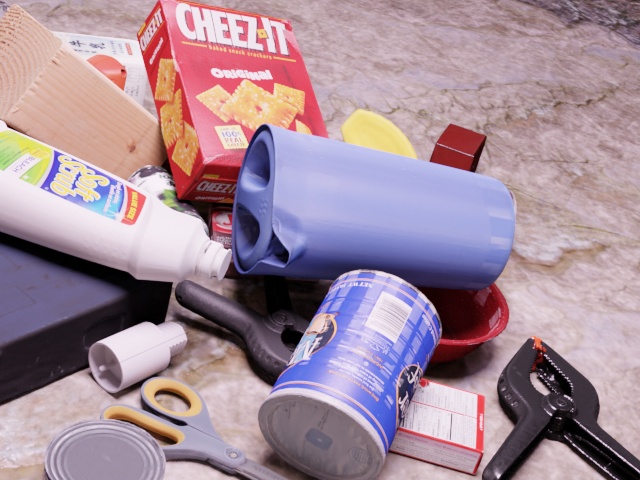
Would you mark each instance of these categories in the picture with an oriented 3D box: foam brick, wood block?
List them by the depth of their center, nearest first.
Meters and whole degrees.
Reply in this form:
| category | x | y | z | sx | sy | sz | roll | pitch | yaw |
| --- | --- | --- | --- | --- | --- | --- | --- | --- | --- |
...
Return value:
| category | x | y | z | sx | sy | sz | roll | pitch | yaw |
| --- | --- | --- | --- | --- | --- | --- | --- | --- | --- |
| wood block | -0.241 | -0.128 | 1.047 | 0.090 | 0.091 | 0.206 | 38 | -2 | 31 |
| foam brick | 0.169 | -0.104 | 1.326 | 0.051 | 0.053 | 0.078 | 22 | 32 | 11 |

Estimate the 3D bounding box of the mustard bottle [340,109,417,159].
| category | x | y | z | sx | sy | sz | roll | pitch | yaw |
| --- | --- | --- | --- | --- | --- | --- | --- | --- | --- |
| mustard bottle | 0.074 | -0.103 | 1.237 | 0.096 | 0.058 | 0.191 | 43 | 6 | 3 |

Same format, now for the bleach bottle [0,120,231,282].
| category | x | y | z | sx | sy | sz | roll | pitch | yaw |
| --- | --- | --- | --- | --- | --- | --- | --- | --- | --- |
| bleach bottle | -0.192 | -0.025 | 0.896 | 0.251 | 0.068 | 0.102 | 20 | 29 | 8 |

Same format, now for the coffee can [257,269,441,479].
| category | x | y | z | sx | sy | sz | roll | pitch | yaw |
| --- | --- | --- | --- | --- | --- | --- | --- | --- | --- |
| coffee can | 0.026 | 0.107 | 0.846 | 0.103 | 0.103 | 0.140 | 22 | 47 | 11 |

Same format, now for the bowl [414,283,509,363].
| category | x | y | z | sx | sy | sz | roll | pitch | yaw |
| --- | --- | --- | --- | --- | --- | --- | --- | --- | --- |
| bowl | 0.095 | 0.068 | 1.017 | 0.162 | 0.055 | 0.162 | 11 | 31 | -7 |

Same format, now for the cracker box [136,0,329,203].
| category | x | y | z | sx | sy | sz | roll | pitch | yaw |
| --- | --- | --- | --- | --- | --- | --- | --- | --- | --- |
| cracker box | -0.084 | -0.141 | 1.098 | 0.163 | 0.072 | 0.214 | 3 | 57 | -35 |

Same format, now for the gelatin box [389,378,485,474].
| category | x | y | z | sx | sy | sz | roll | pitch | yaw |
| --- | --- | --- | --- | --- | --- | --- | --- | --- | --- |
| gelatin box | 0.093 | 0.153 | 0.904 | 0.089 | 0.030 | 0.073 | 15 | 32 | 0 |

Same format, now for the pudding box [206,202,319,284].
| category | x | y | z | sx | sy | sz | roll | pitch | yaw |
| --- | --- | --- | --- | --- | --- | --- | --- | --- | --- |
| pudding box | -0.057 | 0.001 | 1.073 | 0.113 | 0.039 | 0.090 | 8 | 31 | -13 |

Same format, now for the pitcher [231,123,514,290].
| category | x | y | z | sx | sy | sz | roll | pitch | yaw |
| --- | --- | --- | --- | --- | --- | --- | --- | --- | --- |
| pitcher | 0.045 | -0.028 | 0.973 | 0.242 | 0.149 | 0.145 | 8 | -11 | -19 |

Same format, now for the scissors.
| category | x | y | z | sx | sy | sz | roll | pitch | yaw |
| --- | --- | --- | --- | --- | --- | --- | --- | --- | --- |
| scissors | -0.072 | 0.157 | 0.839 | 0.202 | 0.016 | 0.096 | 16 | 31 | 1 |

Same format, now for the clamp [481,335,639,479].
| category | x | y | z | sx | sy | sz | roll | pitch | yaw |
| --- | --- | --- | --- | --- | --- | --- | --- | --- | --- |
| clamp | 0.217 | 0.161 | 0.938 | 0.164 | 0.036 | 0.210 | 13 | 31 | -3 |

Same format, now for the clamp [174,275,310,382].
| category | x | y | z | sx | sy | sz | roll | pitch | yaw |
| --- | --- | --- | --- | --- | --- | --- | --- | --- | --- |
| clamp | -0.051 | 0.080 | 0.951 | 0.120 | 0.039 | 0.172 | -9 | 38 | -32 |

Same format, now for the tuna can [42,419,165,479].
| category | x | y | z | sx | sy | sz | roll | pitch | yaw |
| --- | --- | --- | --- | --- | --- | --- | --- | --- | --- |
| tuna can | -0.156 | 0.169 | 0.766 | 0.086 | 0.034 | 0.086 | 11 | 31 | -7 |
